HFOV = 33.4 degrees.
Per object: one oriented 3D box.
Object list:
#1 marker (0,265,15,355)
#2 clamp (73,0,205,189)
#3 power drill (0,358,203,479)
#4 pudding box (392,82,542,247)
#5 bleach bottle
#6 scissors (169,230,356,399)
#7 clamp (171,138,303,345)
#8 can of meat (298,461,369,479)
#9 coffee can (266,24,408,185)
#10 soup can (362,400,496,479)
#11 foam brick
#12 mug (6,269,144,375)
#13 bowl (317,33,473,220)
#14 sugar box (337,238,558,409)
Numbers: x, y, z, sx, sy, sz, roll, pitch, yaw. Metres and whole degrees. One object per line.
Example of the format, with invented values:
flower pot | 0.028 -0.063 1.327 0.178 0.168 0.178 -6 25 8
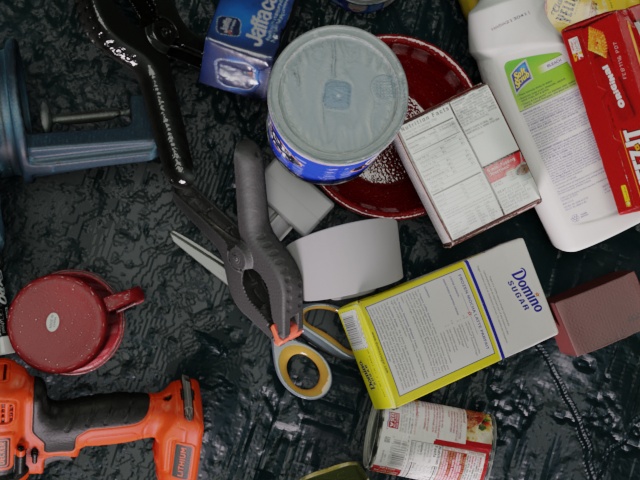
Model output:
marker | -0.284 0.039 0.927 0.020 0.020 0.121 -9 88 -4
clamp | -0.137 -0.153 0.866 0.210 0.036 0.164 46 44 -25
power drill | -0.195 0.175 0.880 0.187 0.057 0.185 1 129 -15
pudding box | 0.121 -0.063 0.894 0.090 0.039 0.113 -26 87 -4
bleach bottle | 0.200 -0.122 0.918 0.102 0.068 0.251 -26 102 -4
scissors | -0.056 0.072 0.942 0.201 0.016 0.096 22 86 -2
clamp | -0.056 0.001 0.892 0.039 0.120 0.171 -28 83 -36
can of meat | 0.021 0.240 0.896 0.057 0.102 0.084 -17 90 -5
coffee can | 0.009 -0.101 0.837 0.102 0.140 0.103 0 87 -3
soup can | 0.093 0.174 0.920 0.102 0.068 0.068 11 86 -3
foam brick | 0.244 0.064 0.944 0.078 0.051 0.053 -21 89 -5
mug | -0.204 0.066 0.899 0.117 0.081 0.093 -18 88 -5
bowl | 0.059 -0.096 0.939 0.162 0.055 0.162 0 87 -4
sugar box | 0.111 0.069 0.913 0.176 0.048 0.093 -19 88 -27
